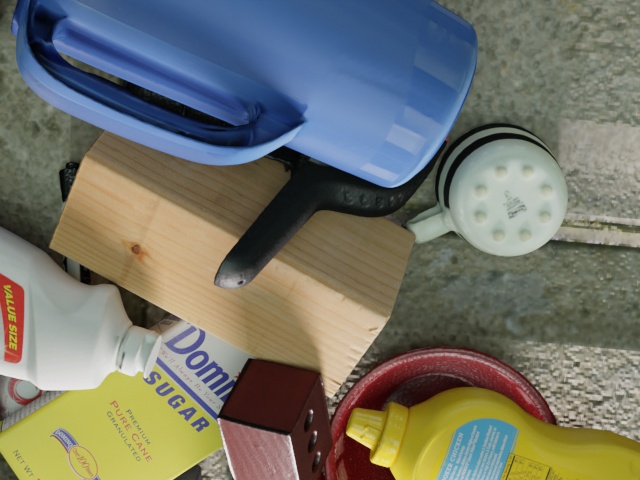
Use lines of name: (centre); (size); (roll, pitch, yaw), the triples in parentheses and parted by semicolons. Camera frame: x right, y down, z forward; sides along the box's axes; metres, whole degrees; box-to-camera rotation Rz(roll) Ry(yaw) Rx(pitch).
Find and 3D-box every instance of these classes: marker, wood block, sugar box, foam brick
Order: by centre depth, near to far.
foam brick: (-0.028, 0.123, 0.684); (0.051, 0.053, 0.078); (10, 136, 20)
wood block: (-0.055, 0.001, 0.690); (0.206, 0.090, 0.091); (29, 129, -4)
marker: (-0.166, 0.005, 0.723); (0.020, 0.020, 0.121); (-6, 77, 3)
sugar box: (-0.121, 0.119, 0.728); (0.176, 0.048, 0.093); (-32, 103, -6)

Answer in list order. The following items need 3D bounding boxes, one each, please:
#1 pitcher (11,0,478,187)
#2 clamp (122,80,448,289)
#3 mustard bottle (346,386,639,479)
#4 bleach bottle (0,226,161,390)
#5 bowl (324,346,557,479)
pitcher: (-0.041, -0.116, 0.594); (0.242, 0.145, 0.149); (25, 100, -13)
clamp: (-0.005, -0.042, 0.662); (0.209, 0.164, 0.036); (-2, 142, -27)
mustard bottle: (0.109, 0.147, 0.685); (0.191, 0.058, 0.096); (19, 103, -1)
bleach bottle: (-0.220, 0.025, 0.675); (0.251, 0.068, 0.102); (18, 97, 3)
bowl: (0.083, 0.144, 0.744); (0.162, 0.055, 0.162); (1, 102, 2)
